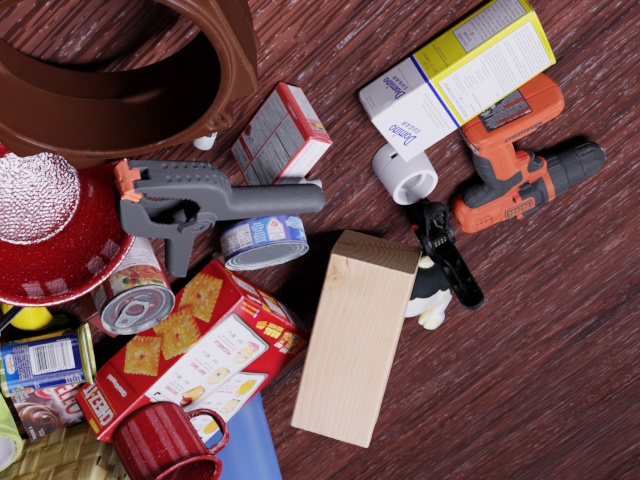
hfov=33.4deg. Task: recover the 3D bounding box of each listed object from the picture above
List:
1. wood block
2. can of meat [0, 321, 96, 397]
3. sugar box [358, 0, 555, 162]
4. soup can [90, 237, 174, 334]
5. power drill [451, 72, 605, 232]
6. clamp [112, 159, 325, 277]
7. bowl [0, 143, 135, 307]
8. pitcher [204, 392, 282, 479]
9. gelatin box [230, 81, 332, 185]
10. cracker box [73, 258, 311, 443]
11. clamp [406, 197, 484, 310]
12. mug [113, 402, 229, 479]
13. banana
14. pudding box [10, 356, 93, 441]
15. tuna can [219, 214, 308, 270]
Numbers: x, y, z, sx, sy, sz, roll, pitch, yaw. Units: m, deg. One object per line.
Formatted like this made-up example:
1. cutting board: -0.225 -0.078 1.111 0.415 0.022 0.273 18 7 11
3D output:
1. wood block: 0.038 0.105 1.158 0.091 0.090 0.206 15 109 7
2. can of meat: -0.266 0.116 1.042 0.084 0.057 0.102 -9 180 -10
3. sugar box: 0.129 -0.154 1.008 0.176 0.048 0.093 -31 147 11
4. soup can: -0.182 0.026 0.975 0.068 0.102 0.068 -19 146 -14
5. power drill: 0.222 -0.095 1.142 0.184 0.057 0.187 -26 147 -2
6. clamp: -0.111 -0.020 0.884 0.165 0.036 0.209 -29 158 24
7. bowl: -0.232 -0.028 0.881 0.161 0.055 0.162 -15 120 -27
8. pitcher: -0.106 0.299 1.270 0.145 0.243 0.149 -35 140 16
9. gelatin box: -0.037 -0.084 0.956 0.030 0.073 0.089 9 132 -42
10. cracker box: -0.134 0.134 1.155 0.214 0.072 0.164 -43 147 7
11. clamp: 0.128 0.007 1.125 0.039 0.120 0.171 -19 -171 1
12. mug: -0.150 0.214 1.093 0.117 0.082 0.093 -32 147 -8
13. banana: -0.265 0.029 0.986 0.069 0.037 0.198 -39 160 -37
14. pudding box: -0.282 0.159 1.141 0.090 0.039 0.113 -20 147 -15
15. tuna can: -0.057 0.001 1.068 0.086 0.034 0.086 -12 166 -3
